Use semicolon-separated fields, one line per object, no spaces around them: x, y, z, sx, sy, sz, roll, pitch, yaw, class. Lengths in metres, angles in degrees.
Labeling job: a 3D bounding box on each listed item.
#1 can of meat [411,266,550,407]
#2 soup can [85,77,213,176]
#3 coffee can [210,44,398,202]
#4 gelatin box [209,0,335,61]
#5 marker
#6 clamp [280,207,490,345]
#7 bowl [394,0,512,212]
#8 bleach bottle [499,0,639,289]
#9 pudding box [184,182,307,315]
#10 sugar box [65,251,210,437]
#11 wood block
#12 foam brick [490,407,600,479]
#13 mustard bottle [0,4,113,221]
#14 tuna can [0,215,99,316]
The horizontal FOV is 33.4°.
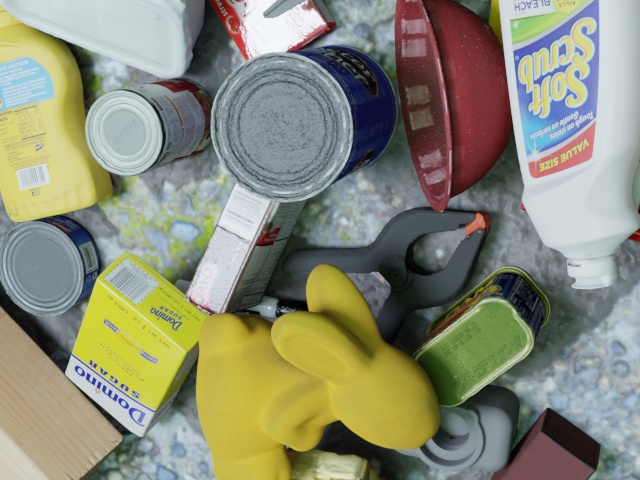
0.120;0.074;0.811;0.102;0.083;0.057;-41;88;22;can of meat
-0.132;-0.091;0.845;0.069;0.102;0.068;4;104;17;soup can
-0.007;-0.090;0.783;0.103;0.140;0.103;4;103;16;coffee can
-0.041;-0.184;0.832;0.073;0.030;0.089;-30;92;22;gelatin box
-0.066;0.052;0.900;0.121;0.020;0.020;9;105;16;marker
0.063;0.037;0.844;0.172;0.039;0.120;-24;95;21;clamp
0.095;-0.104;0.753;0.055;0.162;0.162;-10;100;-4;bowl
0.170;-0.095;0.680;0.103;0.067;0.251;-1;98;44;bleach bottle
-0.056;0.001;0.838;0.039;0.090;0.113;29;99;11;pudding box
-0.153;0.091;0.881;0.093;0.048;0.176;39;140;6;sugar box
-0.286;0.143;0.944;0.206;0.090;0.090;46;131;3;wood block
0.174;0.182;0.835;0.051;0.053;0.078;36;111;7;foam brick
-0.243;-0.116;0.898;0.096;0.058;0.191;-10;100;27;mustard bottle
-0.239;0.022;0.942;0.086;0.033;0.086;4;104;17;tuna can
